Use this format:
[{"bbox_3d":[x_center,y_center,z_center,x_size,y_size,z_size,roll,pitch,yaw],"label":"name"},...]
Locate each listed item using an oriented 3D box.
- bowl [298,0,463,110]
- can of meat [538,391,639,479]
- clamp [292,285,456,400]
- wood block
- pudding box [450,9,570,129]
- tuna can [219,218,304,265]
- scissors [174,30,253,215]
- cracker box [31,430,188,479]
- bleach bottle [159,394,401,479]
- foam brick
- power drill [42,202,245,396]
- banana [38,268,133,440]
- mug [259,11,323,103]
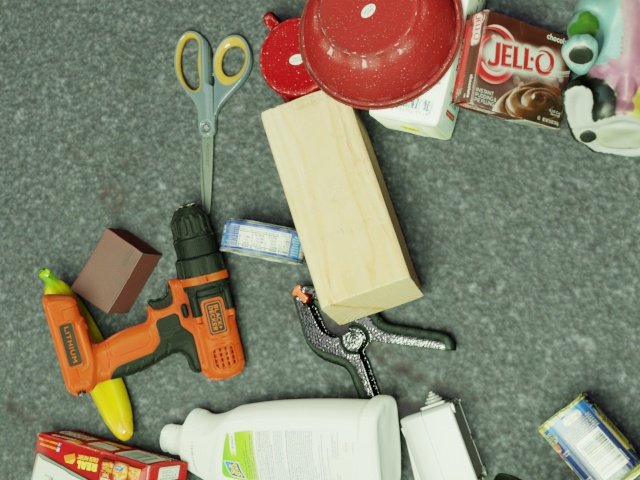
[{"bbox_3d":[0.050,-0.206,0.993,0.162,0.055,0.162,-3,79,15],"label":"bowl"},{"bbox_3d":[0.248,0.186,0.972,0.057,0.102,0.084,-42,74,8],"label":"can of meat"},{"bbox_3d":[0.037,0.110,1.069,0.172,0.039,0.120,30,89,19],"label":"clamp"},{"bbox_3d":[0.021,-0.034,1.039,0.090,0.090,0.206,-20,72,8],"label":"wood block"},{"bbox_3d":[0.184,-0.160,1.016,0.039,0.113,0.090,10,89,59],"label":"pudding box"},{"bbox_3d":[-0.057,0.001,1.079,0.086,0.086,0.034,9,86,16],"label":"tuna can"},{"bbox_3d":[-0.104,-0.133,1.138,0.096,0.016,0.202,-16,82,14],"label":"scissors"},{"bbox_3d":[-0.227,0.315,1.092,0.164,0.072,0.214,6,88,34],"label":"cracker box"},{"bbox_3d":[-0.048,0.198,1.060,0.251,0.068,0.102,0,101,26],"label":"bleach bottle"},{"bbox_3d":[-0.217,0.033,1.139,0.053,0.051,0.078,33,95,14],"label":"foam brick"},{"bbox_3d":[-0.180,0.068,1.080,0.187,0.057,0.184,-14,92,-13],"label":"power drill"},{"bbox_3d":[-0.248,0.120,1.132,0.037,0.069,0.198,-28,91,6],"label":"banana"},{"bbox_3d":[-0.019,-0.187,1.084,0.093,0.081,0.117,-37,77,10],"label":"mug"}]
